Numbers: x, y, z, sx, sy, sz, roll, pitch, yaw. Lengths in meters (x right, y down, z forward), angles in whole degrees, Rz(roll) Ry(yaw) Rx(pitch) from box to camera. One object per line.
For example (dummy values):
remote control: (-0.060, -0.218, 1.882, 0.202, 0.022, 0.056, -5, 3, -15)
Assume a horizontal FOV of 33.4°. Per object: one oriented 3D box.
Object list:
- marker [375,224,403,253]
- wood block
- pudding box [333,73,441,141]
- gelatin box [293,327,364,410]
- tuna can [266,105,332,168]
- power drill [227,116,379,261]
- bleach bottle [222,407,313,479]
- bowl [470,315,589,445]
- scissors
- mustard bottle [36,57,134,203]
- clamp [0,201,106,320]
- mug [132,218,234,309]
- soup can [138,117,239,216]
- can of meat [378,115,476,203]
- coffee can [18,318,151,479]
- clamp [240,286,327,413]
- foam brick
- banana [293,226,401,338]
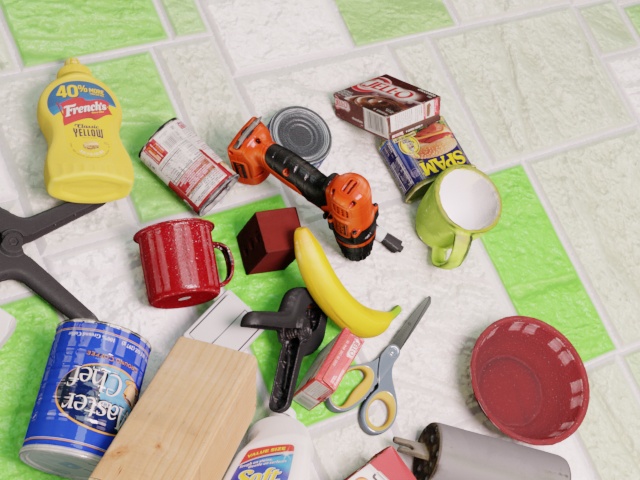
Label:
marker: (0.053, -0.023, 1.333, 0.121, 0.020, 0.020, 35, 60, -3)
wood block: (-0.140, 0.202, 1.066, 0.090, 0.091, 0.205, 13, 38, 12)
pudding box: (0.085, -0.172, 1.366, 0.089, 0.039, 0.114, -25, 38, -28)
gelatin box: (0.009, 0.146, 1.200, 0.030, 0.089, 0.073, 35, 60, -3)
tuna can: (-0.029, -0.125, 1.338, 0.086, 0.034, 0.086, 8, 65, -18)
power drill: (-0.015, -0.057, 1.258, 0.188, 0.184, 0.057, 31, 71, 16)
bleach bottle: (-0.065, 0.260, 1.092, 0.102, 0.068, 0.250, -4, 30, 10)
bowl: (0.243, 0.175, 1.297, 0.162, 0.055, 0.162, 8, 65, -18)
scissors: (0.091, 0.154, 1.271, 0.201, 0.016, 0.096, -33, 84, -29)
mustard bottle: (-0.274, -0.134, 1.223, 0.096, 0.058, 0.191, -1, 55, -23)
clamp: (-0.330, 0.017, 1.157, 0.209, 0.036, 0.164, 2, 64, -23)
mug: (-0.148, 0.028, 1.198, 0.117, 0.093, 0.081, 1, 71, -40)
soup can: (-0.155, -0.087, 1.253, 0.102, 0.069, 0.068, 43, 60, 2)
can of meat: (0.137, -0.106, 1.381, 0.101, 0.058, 0.084, -20, 73, -28)
coffee can: (-0.238, 0.164, 1.090, 0.102, 0.103, 0.140, 17, 62, -13)
clamp: (-0.030, 0.113, 1.201, 0.171, 0.039, 0.120, -31, 117, -57)
foam brick: (-0.058, 0.002, 1.245, 0.051, 0.078, 0.053, -7, 70, -25)
banana: (0.024, 0.062, 1.238, 0.197, 0.037, 0.069, 42, 47, -38)
